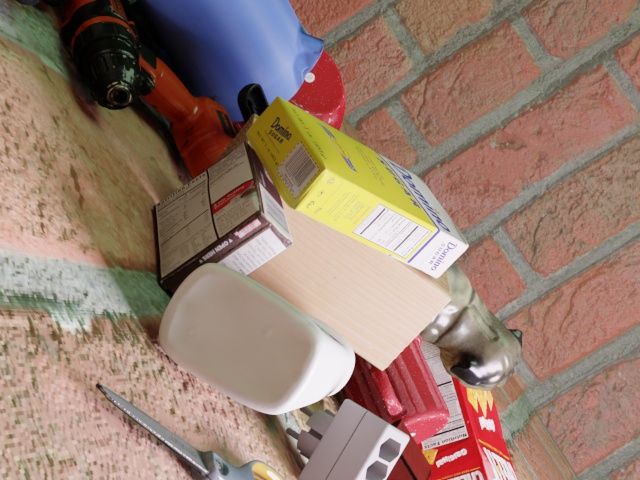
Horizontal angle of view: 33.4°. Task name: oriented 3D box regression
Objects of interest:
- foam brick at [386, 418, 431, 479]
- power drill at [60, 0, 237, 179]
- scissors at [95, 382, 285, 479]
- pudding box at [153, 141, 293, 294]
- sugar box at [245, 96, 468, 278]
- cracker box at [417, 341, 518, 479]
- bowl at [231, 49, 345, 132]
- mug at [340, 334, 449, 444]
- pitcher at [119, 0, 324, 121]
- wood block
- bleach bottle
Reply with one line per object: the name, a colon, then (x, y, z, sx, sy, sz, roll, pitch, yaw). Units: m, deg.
foam brick: (0.052, 0.182, 0.855, 0.051, 0.053, 0.078, 57, 9, 6)
power drill: (-0.140, -0.124, 0.900, 0.187, 0.057, 0.184, 49, 12, -41)
scissors: (-0.049, 0.142, 0.575, 0.201, 0.016, 0.096, 43, 16, -56)
pudding box: (-0.072, -0.012, 0.760, 0.039, 0.090, 0.113, 49, 12, -29)
sugar box: (0.032, -0.038, 0.815, 0.175, 0.048, 0.093, 21, 28, -43)
cracker box: (0.148, 0.189, 1.145, 0.164, 0.072, 0.214, 40, 32, -60)
bowl: (-0.028, -0.161, 1.119, 0.161, 0.055, 0.162, 18, 59, -33)
mug: (0.063, 0.136, 0.951, 0.117, 0.093, 0.081, 65, 1, -63)
pitcher: (-0.115, -0.228, 0.974, 0.145, 0.149, 0.242, 48, -6, 36)
wood block: (-0.001, 0.002, 0.880, 0.206, 0.091, 0.090, 36, 21, -14)
bleach bottle: (-0.030, 0.073, 0.753, 0.102, 0.068, 0.250, 31, -1, 10)
